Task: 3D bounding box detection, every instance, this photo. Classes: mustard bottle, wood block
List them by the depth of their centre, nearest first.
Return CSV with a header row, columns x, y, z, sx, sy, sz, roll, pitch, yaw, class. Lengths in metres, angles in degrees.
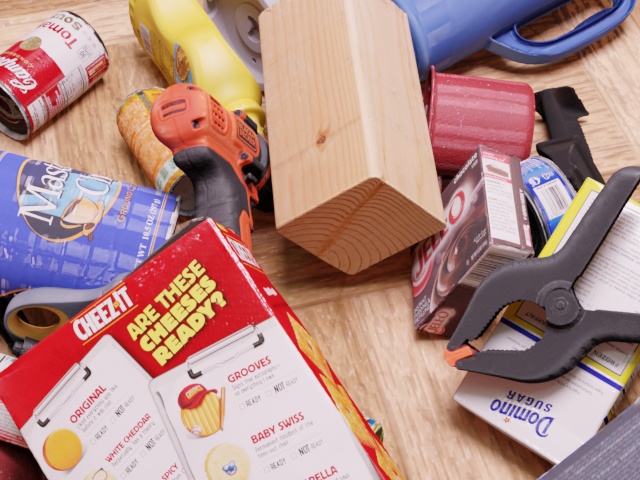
x,y,z,sx,sy,sz,roll,pitch,yaw,class
0.019,-0.094,0.796,0.091,0.090,0.206,-28,51,30,wood block
-0.097,-0.141,0.889,0.058,0.096,0.192,-23,54,-17,mustard bottle

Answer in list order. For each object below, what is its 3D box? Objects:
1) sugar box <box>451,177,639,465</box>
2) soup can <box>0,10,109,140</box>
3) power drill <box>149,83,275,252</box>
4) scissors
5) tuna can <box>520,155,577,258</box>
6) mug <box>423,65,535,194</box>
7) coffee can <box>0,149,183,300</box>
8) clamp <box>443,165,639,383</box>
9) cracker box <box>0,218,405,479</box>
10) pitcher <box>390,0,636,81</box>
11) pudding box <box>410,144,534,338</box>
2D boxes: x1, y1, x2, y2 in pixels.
x,y,z,sx,sy,sz,roll,pitch,yaw,class
0.174,0.057,0.710,0.093,0.048,0.176,32,89,23,sugar box
-0.239,-0.142,0.915,0.069,0.068,0.102,29,57,23,soup can
-0.055,0.001,0.755,0.057,0.184,0.187,-18,68,17,power drill
-0.147,0.029,0.690,0.096,0.202,0.016,19,48,-13,scissors
0.159,-0.017,0.788,0.033,0.086,0.086,-23,54,-14,tuna can
0.121,-0.076,0.843,0.081,0.093,0.117,6,82,1,mug
-0.178,0.000,0.755,0.140,0.103,0.102,14,52,-7,coffee can
0.162,0.046,0.670,0.172,0.039,0.120,-37,70,15,clamp
-0.062,0.122,0.617,0.164,0.072,0.214,-36,76,4,cracker box
0.154,-0.230,0.941,0.242,0.145,0.149,-33,37,-18,pitcher
0.103,0.003,0.757,0.039,0.114,0.090,16,49,-20,pudding box
